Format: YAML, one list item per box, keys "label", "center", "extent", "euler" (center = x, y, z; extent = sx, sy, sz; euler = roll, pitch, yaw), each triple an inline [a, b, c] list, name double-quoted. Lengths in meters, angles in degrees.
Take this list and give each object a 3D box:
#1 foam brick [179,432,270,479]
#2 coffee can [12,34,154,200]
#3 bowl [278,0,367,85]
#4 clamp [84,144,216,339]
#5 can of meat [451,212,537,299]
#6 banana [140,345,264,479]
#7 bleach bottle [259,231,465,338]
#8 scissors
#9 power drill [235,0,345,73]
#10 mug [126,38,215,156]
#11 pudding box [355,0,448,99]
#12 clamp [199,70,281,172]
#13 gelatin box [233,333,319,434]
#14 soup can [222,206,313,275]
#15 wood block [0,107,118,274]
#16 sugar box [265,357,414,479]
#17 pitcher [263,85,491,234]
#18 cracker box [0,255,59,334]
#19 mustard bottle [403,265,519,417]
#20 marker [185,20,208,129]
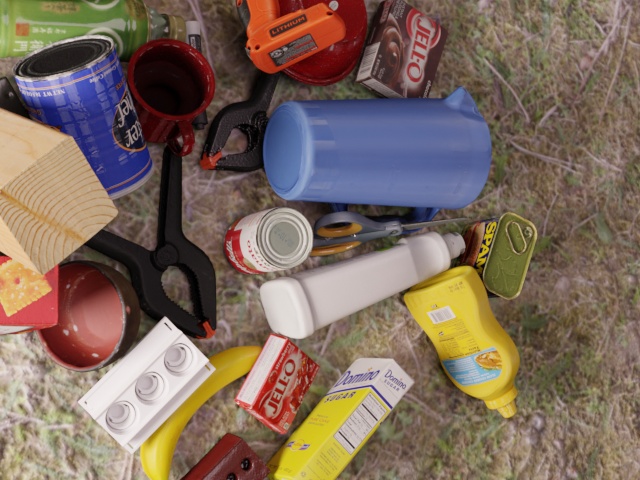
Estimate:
- label: "foam brick"
  center: [-0.103, 0.254, 1.149]
  extent: [0.078, 0.051, 0.053]
  euler: [-44, 104, -22]
- label: "coffee can"
  center: [-0.235, -0.120, 1.067]
  extent: [0.102, 0.103, 0.140]
  euler: [-29, 124, -25]
- label: "bowl"
  center: [-0.001, -0.263, 1.229]
  extent: [0.161, 0.055, 0.162]
  euler: [9, 74, -33]
- label: "clamp"
  center: [-0.182, 0.019, 1.142]
  extent: [0.164, 0.036, 0.210]
  euler: [-26, 95, -28]
- label: "can of meat"
  center: [0.208, 0.021, 1.300]
  extent: [0.057, 0.084, 0.102]
  euler: [25, 75, -21]
- label: "banana"
  center: [-0.137, 0.181, 1.150]
  extent: [0.069, 0.037, 0.197]
  euler: [42, 69, -22]
- label: "bleach bottle"
  center: [0.062, 0.040, 1.219]
  extent: [0.250, 0.103, 0.068]
  euler: [-19, 96, -25]
- label: "scissors"
  center: [0.075, -0.020, 1.214]
  extent: [0.202, 0.096, 0.016]
  euler: [-14, 66, 1]
- label: "power drill"
  center: [-0.040, -0.289, 1.160]
  extent: [0.184, 0.057, 0.188]
  euler: [-26, 66, 9]
- label: "mug"
  center: [-0.162, -0.144, 1.133]
  extent: [0.093, 0.082, 0.117]
  euler: [-21, 81, -27]
- label: "pudding box"
  center: [0.099, -0.225, 1.293]
  extent: [0.090, 0.039, 0.113]
  euler: [26, 76, -29]
- label: "clamp"
  center: [-0.071, -0.140, 1.211]
  extent: [0.171, 0.039, 0.120]
  euler: [-29, 91, -31]
- label: "gelatin box"
  center: [-0.047, 0.159, 1.181]
  extent: [0.073, 0.030, 0.089]
  euler: [46, 65, -44]
- label: "soup can"
  center: [-0.058, 0.001, 1.167]
  extent: [0.068, 0.102, 0.068]
  euler: [3, 84, -25]
- label: "wood block"
  center: [-0.287, -0.055, 0.958]
  extent: [0.090, 0.206, 0.091]
  euler: [-43, 130, -23]
- label: "sugar box"
  center: [0.019, 0.206, 1.189]
  extent: [0.048, 0.093, 0.176]
  euler: [46, 68, -15]
- label: "pitcher"
  center: [0.060, -0.090, 1.208]
  extent: [0.242, 0.145, 0.149]
  euler: [-2, 79, -31]
- label: "cracker box"
  center: [-0.364, 0.049, 0.985]
  extent: [0.213, 0.164, 0.072]
  euler: [3, 82, -25]
- label: "mustard bottle"
  center: [0.183, 0.128, 1.271]
  extent: [0.058, 0.096, 0.191]
  euler: [-40, 104, -50]
- label: "marker"
  center: [-0.140, -0.184, 1.192]
  extent: [0.020, 0.020, 0.121]
  euler: [-4, 87, -26]
